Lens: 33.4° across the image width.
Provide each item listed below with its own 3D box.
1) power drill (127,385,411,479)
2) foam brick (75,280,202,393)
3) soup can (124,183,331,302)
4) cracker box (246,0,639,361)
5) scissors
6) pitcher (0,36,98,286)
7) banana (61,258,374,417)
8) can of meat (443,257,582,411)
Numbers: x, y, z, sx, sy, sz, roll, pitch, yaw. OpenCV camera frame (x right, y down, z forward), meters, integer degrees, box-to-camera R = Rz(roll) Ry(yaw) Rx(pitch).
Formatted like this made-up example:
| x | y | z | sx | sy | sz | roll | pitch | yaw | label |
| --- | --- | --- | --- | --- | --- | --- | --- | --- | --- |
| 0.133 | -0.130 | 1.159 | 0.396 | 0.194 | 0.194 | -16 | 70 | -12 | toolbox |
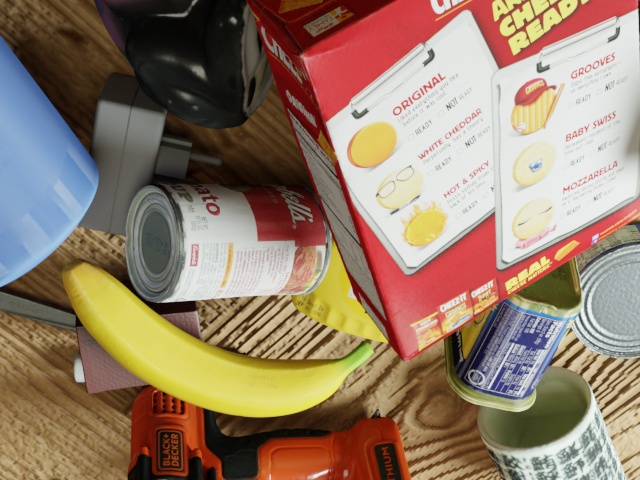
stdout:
| x | y | z | sx | sy | sz | roll | pitch | yaw | label |
| --- | --- | --- | --- | --- | --- | --- | --- | --- | --- |
| -0.033 | 0.173 | 0.691 | 0.187 | 0.184 | 0.057 | 6 | 132 | -15 | power drill |
| -0.115 | 0.058 | 0.685 | 0.078 | 0.051 | 0.053 | -6 | 118 | -7 | foam brick |
| -0.054 | 0.001 | 0.620 | 0.102 | 0.069 | 0.069 | -1 | 124 | -37 | soup can |
| 0.073 | -0.062 | 0.525 | 0.164 | 0.072 | 0.213 | -30 | 136 | -9 | cracker box |
| -0.225 | 0.017 | 0.686 | 0.201 | 0.016 | 0.096 | 4 | 115 | -9 | scissors |
| -0.229 | -0.091 | 0.541 | 0.145 | 0.149 | 0.242 | -20 | 124 | 26 | pitcher |
| -0.068 | 0.068 | 0.650 | 0.197 | 0.037 | 0.069 | 17 | 94 | -19 | banana |
| 0.115 | 0.036 | 0.646 | 0.057 | 0.102 | 0.084 | 13 | 129 | -8 | can of meat |
